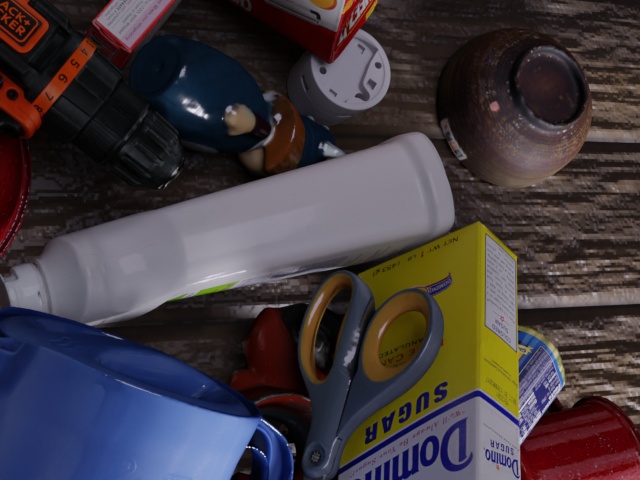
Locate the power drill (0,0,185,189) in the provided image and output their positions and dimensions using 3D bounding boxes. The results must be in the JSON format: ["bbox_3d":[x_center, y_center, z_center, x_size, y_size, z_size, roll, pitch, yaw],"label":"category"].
[{"bbox_3d":[-0.176,-0.039,0.516,0.184,0.057,0.187,39,62,-15],"label":"power drill"}]

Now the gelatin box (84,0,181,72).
[{"bbox_3d":[-0.106,-0.136,0.627,0.030,0.073,0.089,39,67,-12],"label":"gelatin box"}]

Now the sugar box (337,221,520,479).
[{"bbox_3d":[0.059,0.081,0.578,0.048,0.093,0.176,40,40,-31],"label":"sugar box"}]

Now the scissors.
[{"bbox_3d":[0.017,0.104,0.550,0.016,0.096,0.201,38,48,-45],"label":"scissors"}]

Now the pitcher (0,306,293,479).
[{"bbox_3d":[-0.123,0.165,0.504,0.149,0.145,0.243,22,89,13],"label":"pitcher"}]

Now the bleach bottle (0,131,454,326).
[{"bbox_3d":[-0.054,0.001,0.605,0.250,0.103,0.068,-14,83,-26],"label":"bleach bottle"}]
